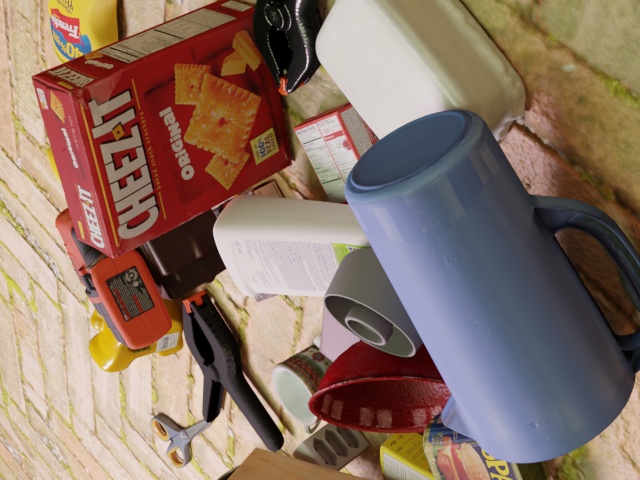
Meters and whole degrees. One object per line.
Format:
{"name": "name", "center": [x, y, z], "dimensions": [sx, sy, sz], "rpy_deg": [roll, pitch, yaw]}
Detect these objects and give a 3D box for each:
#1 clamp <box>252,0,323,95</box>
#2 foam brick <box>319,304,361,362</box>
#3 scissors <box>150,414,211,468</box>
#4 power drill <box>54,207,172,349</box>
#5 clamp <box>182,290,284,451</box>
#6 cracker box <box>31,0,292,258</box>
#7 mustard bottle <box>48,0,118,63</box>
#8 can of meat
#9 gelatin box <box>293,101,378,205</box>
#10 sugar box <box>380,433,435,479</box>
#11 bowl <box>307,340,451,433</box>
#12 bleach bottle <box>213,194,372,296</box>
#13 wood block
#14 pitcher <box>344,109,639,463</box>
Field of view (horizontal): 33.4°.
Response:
{"name": "clamp", "center": [-0.022, -0.199, 0.902], "dimensions": [0.120, 0.039, 0.171], "rpy_deg": [30, 144, 43]}
{"name": "foam brick", "center": [0.036, 0.084, 1.040], "dimensions": [0.053, 0.051, 0.078], "rpy_deg": [37, 141, 29]}
{"name": "scissors", "center": [-0.206, 0.269, 1.545], "dimensions": [0.096, 0.016, 0.202], "rpy_deg": [48, 146, 16]}
{"name": "power drill", "center": [-0.224, 0.057, 1.175], "dimensions": [0.188, 0.057, 0.184], "rpy_deg": [23, 141, 62]}
{"name": "clamp", "center": [-0.117, 0.163, 1.321], "dimensions": [0.165, 0.036, 0.210], "rpy_deg": [17, 128, 47]}
{"name": "cracker box", "center": [-0.133, -0.105, 0.964], "dimensions": [0.072, 0.213, 0.164], "rpy_deg": [23, 133, 42]}
{"name": "mustard bottle", "center": [-0.260, -0.244, 1.166], "dimensions": [0.096, 0.058, 0.192], "rpy_deg": [40, 143, 23]}
{"name": "can of meat", "center": [0.148, 0.199, 0.950], "dimensions": [0.084, 0.057, 0.102], "rpy_deg": [-11, 108, 31]}
{"name": "gelatin box", "center": [0.023, -0.075, 0.950], "dimensions": [0.073, 0.030, 0.089], "rpy_deg": [-13, 106, 57]}
{"name": "sugar box", "center": [0.139, 0.260, 1.051], "dimensions": [0.176, 0.048, 0.093], "rpy_deg": [21, 134, 39]}
{"name": "bowl", "center": [0.069, 0.129, 0.980], "dimensions": [0.162, 0.162, 0.055], "rpy_deg": [133, 143, -56]}
{"name": "bleach bottle", "center": [0.026, 0.014, 0.958], "dimensions": [0.251, 0.068, 0.102], "rpy_deg": [6, 137, 34]}
{"name": "wood block", "center": [-0.004, 0.297, 1.117], "dimensions": [0.207, 0.090, 0.091], "rpy_deg": [5, 130, 42]}
{"name": "pitcher", "center": [0.128, 0.027, 0.763], "dimensions": [0.145, 0.149, 0.242], "rpy_deg": [10, 137, 58]}
